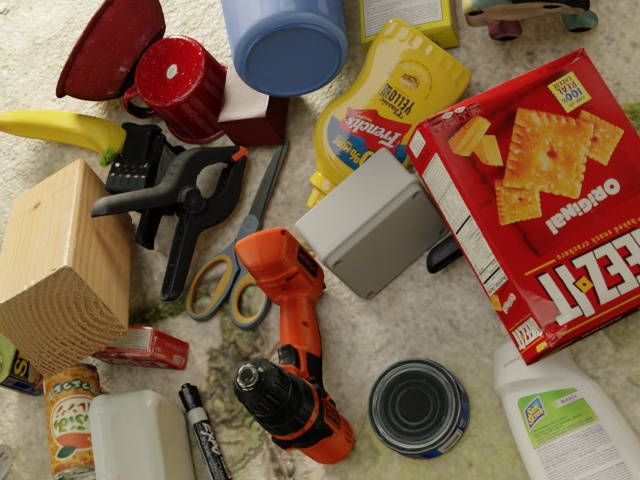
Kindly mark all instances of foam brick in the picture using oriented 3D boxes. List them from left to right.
[{"bbox_3d":[-0.064,-0.138,1.066,0.053,0.051,0.078,-3,61,19],"label":"foam brick"}]

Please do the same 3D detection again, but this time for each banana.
[{"bbox_3d":[-0.266,-0.116,1.134,0.198,0.069,0.037,17,107,37],"label":"banana"}]

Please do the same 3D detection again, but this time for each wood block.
[{"bbox_3d":[-0.240,0.020,1.007,0.091,0.090,0.206,-30,30,10],"label":"wood block"}]

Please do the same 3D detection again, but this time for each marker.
[{"bbox_3d":[-0.106,0.187,0.995,0.020,0.020,0.121,-29,64,9],"label":"marker"}]

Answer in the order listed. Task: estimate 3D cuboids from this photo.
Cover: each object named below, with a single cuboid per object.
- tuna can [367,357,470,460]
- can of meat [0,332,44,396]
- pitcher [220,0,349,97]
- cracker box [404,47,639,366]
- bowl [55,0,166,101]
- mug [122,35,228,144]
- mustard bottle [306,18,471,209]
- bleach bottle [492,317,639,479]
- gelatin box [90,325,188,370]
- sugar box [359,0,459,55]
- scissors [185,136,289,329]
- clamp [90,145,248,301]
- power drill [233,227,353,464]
[{"bbox_3d":[0.085,0.146,0.929,0.086,0.033,0.086,-7,70,18],"label":"tuna can"},{"bbox_3d":[-0.298,0.100,1.060,0.057,0.084,0.102,7,75,22],"label":"can of meat"},{"bbox_3d":[-0.035,-0.265,1.028,0.145,0.149,0.243,-7,55,-4],"label":"pitcher"},{"bbox_3d":[0.193,-0.031,0.875,0.164,0.072,0.214,-24,75,-14],"label":"cracker box"},{"bbox_3d":[-0.208,-0.201,1.113,0.055,0.162,0.162,34,86,-5],"label":"bowl"},{"bbox_3d":[-0.147,-0.154,1.092,0.117,0.081,0.093,-13,68,16],"label":"mug"},{"bbox_3d":[0.049,-0.105,1.002,0.096,0.058,0.192,35,97,-6],"label":"mustard bottle"},{"bbox_3d":[0.213,0.163,0.860,0.103,0.068,0.251,-26,63,10],"label":"bleach bottle"},{"bbox_3d":[-0.182,0.102,1.022,0.089,0.073,0.030,3,74,20],"label":"gelatin box"},{"bbox_3d":[0.084,-0.270,1.066,0.093,0.048,0.176,-8,66,17],"label":"sugar box"},{"bbox_3d":[-0.057,0.001,1.042,0.096,0.016,0.202,33,86,25],"label":"scissors"},{"bbox_3d":[-0.140,-0.040,1.034,0.039,0.120,0.171,-1,49,50],"label":"clamp"},{"bbox_3d":[-0.031,0.087,0.921,0.057,0.184,0.187,-16,58,14],"label":"power drill"}]
